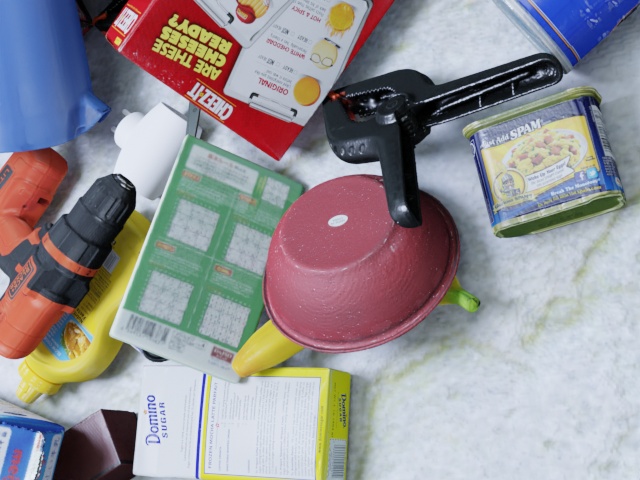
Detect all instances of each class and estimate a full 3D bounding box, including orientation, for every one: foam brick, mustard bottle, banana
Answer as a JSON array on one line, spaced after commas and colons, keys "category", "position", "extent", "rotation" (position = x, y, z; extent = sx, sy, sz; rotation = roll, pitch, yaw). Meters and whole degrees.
[{"category": "foam brick", "position": [-0.192, 0.185, 0.910], "extent": [0.078, 0.053, 0.051], "rotation": [-33, 67, 15]}, {"category": "mustard bottle", "position": [-0.206, 0.066, 0.936], "extent": [0.192, 0.058, 0.096], "rotation": [-52, 56, 8]}, {"category": "banana", "position": [0.024, 0.054, 0.823], "extent": [0.198, 0.069, 0.037], "rotation": [-19, 110, 14]}]

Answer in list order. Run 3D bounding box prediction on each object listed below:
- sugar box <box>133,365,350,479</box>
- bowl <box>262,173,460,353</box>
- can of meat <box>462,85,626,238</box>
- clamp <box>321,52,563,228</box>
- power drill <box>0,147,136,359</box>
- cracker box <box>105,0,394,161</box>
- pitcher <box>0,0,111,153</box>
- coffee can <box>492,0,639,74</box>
[{"category": "sugar box", "position": [-0.065, 0.148, 0.860], "extent": [0.176, 0.048, 0.093], "rotation": [-2, 77, 29]}, {"category": "bowl", "position": [0.021, 0.003, 0.806], "extent": [0.162, 0.055, 0.162], "rotation": [-13, 48, 15]}, {"category": "can of meat", "position": [0.165, -0.054, 0.782], "extent": [0.102, 0.057, 0.084], "rotation": [-18, 75, 22]}, {"category": "clamp", "position": [0.072, -0.095, 0.800], "extent": [0.164, 0.036, 0.210], "rotation": [-41, 30, -8]}, {"category": "power drill", "position": [-0.239, -0.014, 0.928], "extent": [0.184, 0.057, 0.188], "rotation": [-50, 37, 10]}, {"category": "cracker box", "position": [-0.042, -0.198, 0.849], "extent": [0.214, 0.164, 0.072], "rotation": [-54, 29, 5]}, {"category": "pitcher", "position": [-0.284, -0.204, 0.929], "extent": [0.145, 0.149, 0.243], "rotation": [29, 128, 55]}, {"category": "coffee can", "position": [0.196, -0.205, 0.772], "extent": [0.140, 0.102, 0.103], "rotation": [-43, 65, 12]}]
